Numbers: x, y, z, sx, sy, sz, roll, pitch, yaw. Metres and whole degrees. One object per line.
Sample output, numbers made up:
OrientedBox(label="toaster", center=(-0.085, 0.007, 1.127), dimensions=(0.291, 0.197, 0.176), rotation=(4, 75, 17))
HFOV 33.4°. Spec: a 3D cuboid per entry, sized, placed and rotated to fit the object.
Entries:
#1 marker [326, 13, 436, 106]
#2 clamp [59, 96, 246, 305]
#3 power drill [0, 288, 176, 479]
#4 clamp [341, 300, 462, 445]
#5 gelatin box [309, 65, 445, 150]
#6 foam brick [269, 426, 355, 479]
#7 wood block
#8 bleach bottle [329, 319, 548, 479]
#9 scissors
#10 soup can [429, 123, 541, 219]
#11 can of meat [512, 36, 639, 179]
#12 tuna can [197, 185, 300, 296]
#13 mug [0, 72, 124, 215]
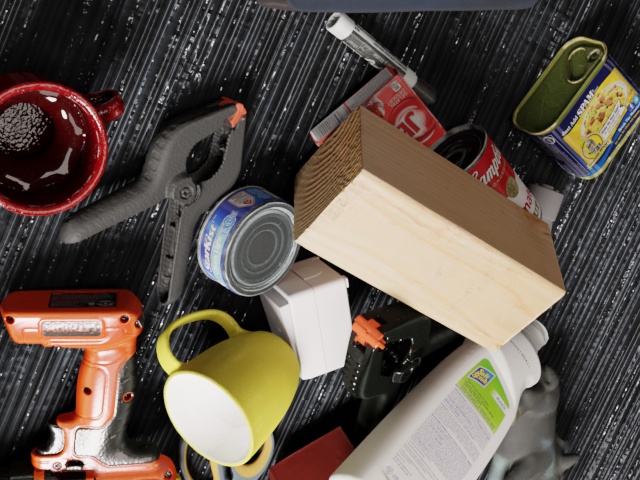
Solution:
OrientedBox(label="marker", center=(0.053, -0.149, 0.887), dimensions=(0.121, 0.020, 0.020), rotation=(33, 91, -31))
OrientedBox(label="clamp", center=(-0.110, -0.032, 0.838), dimensions=(0.171, 0.039, 0.120), rotation=(-47, 135, -8))
OrientedBox(label="power drill", center=(-0.205, 0.133, 0.831), dimensions=(0.184, 0.057, 0.188), rotation=(-2, 108, -12))
OrientedBox(label="clamp", center=(0.059, 0.110, 0.920), dimensions=(0.164, 0.036, 0.209), rotation=(-53, 156, 3))
OrientedBox(label="gelatin box", center=(0.049, -0.090, 0.888), dimensions=(0.089, 0.030, 0.073), rotation=(-40, 121, 8))
OrientedBox(label="foam brick", center=(-0.001, 0.213, 0.957), dimensions=(0.078, 0.051, 0.053), rotation=(-28, 155, -14))
OrientedBox(label="wood block", center=(0.087, -0.006, 0.865), dimensions=(0.205, 0.091, 0.090), rotation=(29, 124, -23))
OrientedBox(label="bleach bottle", center=(0.124, 0.162, 0.946), dimensions=(0.250, 0.068, 0.102), rotation=(-40, 101, -28))
OrientedBox(label="scissors", center=(-0.071, 0.240, 0.964), dimensions=(0.096, 0.016, 0.202), rotation=(-25, 117, -17))
OrientedBox(label="soup can", center=(0.141, -0.044, 0.938), dimensions=(0.068, 0.069, 0.102), rotation=(-46, 121, -5))
OrientedBox(label="can of meat", center=(0.238, -0.118, 0.966), dimensions=(0.083, 0.058, 0.102), rotation=(36, 90, -33))
OrientedBox(label="tuna can", center=(-0.056, 0.001, 0.861), dimensions=(0.086, 0.034, 0.086), rotation=(-27, 131, -36))
OrientedBox(label="mug", center=(-0.195, -0.078, 0.755), dimensions=(0.117, 0.082, 0.093), rotation=(-30, 118, -14))
